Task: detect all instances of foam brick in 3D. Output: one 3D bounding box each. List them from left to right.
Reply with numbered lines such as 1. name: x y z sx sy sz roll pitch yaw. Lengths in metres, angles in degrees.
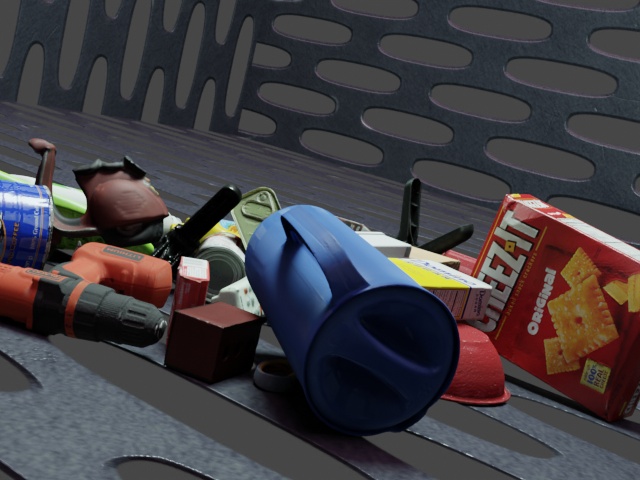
1. foam brick: -0.094 0.089 0.944 0.051 0.053 0.078 16 10 23

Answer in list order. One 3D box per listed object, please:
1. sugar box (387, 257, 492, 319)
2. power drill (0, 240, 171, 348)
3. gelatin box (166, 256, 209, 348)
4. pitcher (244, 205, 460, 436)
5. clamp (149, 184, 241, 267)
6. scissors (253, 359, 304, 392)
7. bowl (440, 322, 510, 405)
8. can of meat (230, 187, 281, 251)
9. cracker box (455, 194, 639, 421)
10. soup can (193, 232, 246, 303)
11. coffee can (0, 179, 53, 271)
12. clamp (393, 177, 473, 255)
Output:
1. sugar box: 0.091 0.049 1.116 0.093 0.048 0.175 25 17 40
2. power drill: -0.208 0.049 1.012 0.184 0.057 0.187 15 8 11
3. gelatin box: -0.126 0.060 1.011 0.030 0.073 0.089 11 9 -8
4. pitcher: 0.010 0.047 0.931 0.144 0.149 0.243 13 16 -24
5. clamp: -0.152 -0.005 1.215 0.036 0.164 0.210 47 0 -6
6. scissors: 0.009 0.122 1.003 0.096 0.016 0.201 19 11 25
7. bowl: 0.121 0.115 1.092 0.162 0.055 0.162 12 9 -2
8. can of meat: -0.058 0.001 1.269 0.084 0.057 0.102 64 2 -58
9. cracker box: 0.263 0.067 1.137 0.214 0.164 0.071 32 17 33
10. soup can: -0.116 0.031 1.240 0.068 0.068 0.102 12 9 -4
11. coffee can: -0.352 -0.015 1.068 0.140 0.103 0.103 8 10 -30
12. clamp: 0.129 0.017 1.396 0.039 0.171 0.120 4 24 -42
